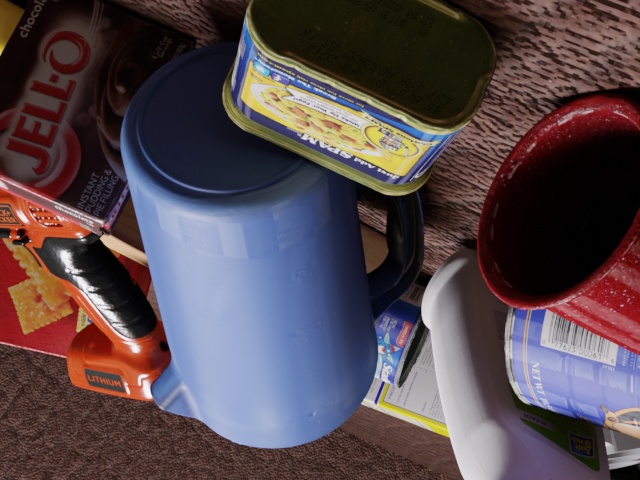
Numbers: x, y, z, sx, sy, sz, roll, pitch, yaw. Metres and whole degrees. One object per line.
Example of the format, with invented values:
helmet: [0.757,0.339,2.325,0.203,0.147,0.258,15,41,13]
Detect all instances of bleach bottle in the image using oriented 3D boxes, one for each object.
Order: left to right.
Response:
bleach bottle: [0.110,0.101,0.605,0.102,0.068,0.250,23,-152,-7]

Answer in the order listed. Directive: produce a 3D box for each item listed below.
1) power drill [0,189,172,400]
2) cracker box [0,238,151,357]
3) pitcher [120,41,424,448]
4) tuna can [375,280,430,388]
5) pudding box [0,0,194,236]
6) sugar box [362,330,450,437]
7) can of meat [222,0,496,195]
power drill: [-0.177,0.021,0.714,0.185,0.057,0.187,4,134,41]
cracker box: [-0.231,-0.004,0.814,0.213,0.164,0.072,15,175,-13]
pitcher: [-0.026,0.004,0.596,0.145,0.149,0.243,14,148,12]
tuna can: [0.064,0.072,0.848,0.034,0.086,0.086,23,167,13]
pudding box: [-0.130,-0.071,0.569,0.090,0.113,0.039,24,165,0]
sugar box: [0.096,0.122,0.976,0.176,0.093,0.048,16,165,37]
can of meat: [0.014,-0.069,0.442,0.102,0.057,0.084,25,165,-3]
